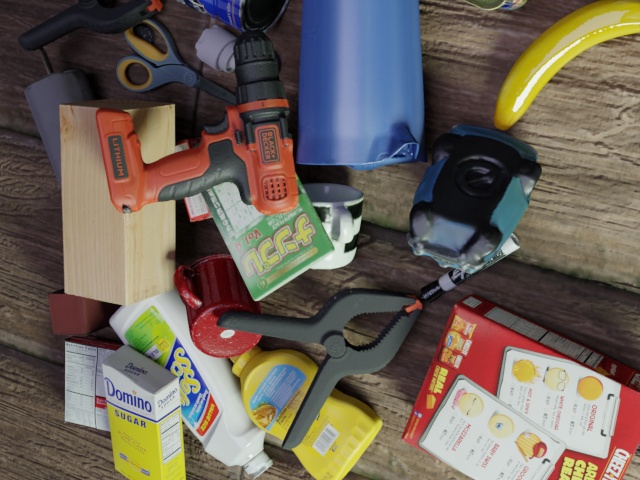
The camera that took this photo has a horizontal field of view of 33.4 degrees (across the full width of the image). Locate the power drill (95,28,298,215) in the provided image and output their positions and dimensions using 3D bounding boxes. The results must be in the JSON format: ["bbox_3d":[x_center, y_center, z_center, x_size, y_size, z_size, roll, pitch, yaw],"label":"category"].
[{"bbox_3d":[-0.121,-0.107,1.049,0.187,0.057,0.184,-9,89,-3],"label":"power drill"}]

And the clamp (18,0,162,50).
[{"bbox_3d":[-0.268,-0.265,1.224,0.172,0.039,0.120,11,80,22],"label":"clamp"}]

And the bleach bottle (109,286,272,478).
[{"bbox_3d":[-0.136,0.163,1.242,0.103,0.068,0.251,-42,82,29],"label":"bleach bottle"}]

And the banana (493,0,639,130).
[{"bbox_3d":[0.239,-0.177,1.014,0.198,0.037,0.069,-27,86,27],"label":"banana"}]

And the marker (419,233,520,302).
[{"bbox_3d":[0.152,0.030,1.102,0.121,0.020,0.020,-35,83,27],"label":"marker"}]

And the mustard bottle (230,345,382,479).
[{"bbox_3d":[-0.031,0.179,1.194,0.192,0.058,0.096,38,105,15],"label":"mustard bottle"}]

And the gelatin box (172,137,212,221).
[{"bbox_3d":[-0.126,-0.070,1.189,0.030,0.073,0.089,-16,91,27],"label":"gelatin box"}]

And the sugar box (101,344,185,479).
[{"bbox_3d":[-0.206,0.217,1.253,0.093,0.048,0.176,25,133,32],"label":"sugar box"}]

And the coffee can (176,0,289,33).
[{"bbox_3d":[-0.110,-0.289,1.127,0.140,0.102,0.103,28,110,19],"label":"coffee can"}]

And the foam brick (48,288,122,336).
[{"bbox_3d":[-0.282,0.080,1.289,0.053,0.078,0.051,0,100,26],"label":"foam brick"}]

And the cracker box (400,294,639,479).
[{"bbox_3d":[0.209,0.172,1.071,0.214,0.072,0.164,25,109,19],"label":"cracker box"}]

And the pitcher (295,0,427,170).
[{"bbox_3d":[0.034,-0.192,1.070,0.149,0.145,0.243,1,96,13],"label":"pitcher"}]

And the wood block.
[{"bbox_3d":[-0.217,-0.044,1.151,0.091,0.090,0.206,9,105,29],"label":"wood block"}]

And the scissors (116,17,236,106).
[{"bbox_3d":[-0.161,-0.175,1.221,0.202,0.016,0.096,45,116,12],"label":"scissors"}]

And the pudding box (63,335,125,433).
[{"bbox_3d":[-0.273,0.178,1.323,0.090,0.039,0.113,8,100,25],"label":"pudding box"}]

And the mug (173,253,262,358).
[{"bbox_3d":[-0.115,0.069,1.171,0.093,0.081,0.117,-38,125,16],"label":"mug"}]

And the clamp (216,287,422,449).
[{"bbox_3d":[0.014,0.120,1.131,0.210,0.036,0.164,-20,101,0],"label":"clamp"}]
